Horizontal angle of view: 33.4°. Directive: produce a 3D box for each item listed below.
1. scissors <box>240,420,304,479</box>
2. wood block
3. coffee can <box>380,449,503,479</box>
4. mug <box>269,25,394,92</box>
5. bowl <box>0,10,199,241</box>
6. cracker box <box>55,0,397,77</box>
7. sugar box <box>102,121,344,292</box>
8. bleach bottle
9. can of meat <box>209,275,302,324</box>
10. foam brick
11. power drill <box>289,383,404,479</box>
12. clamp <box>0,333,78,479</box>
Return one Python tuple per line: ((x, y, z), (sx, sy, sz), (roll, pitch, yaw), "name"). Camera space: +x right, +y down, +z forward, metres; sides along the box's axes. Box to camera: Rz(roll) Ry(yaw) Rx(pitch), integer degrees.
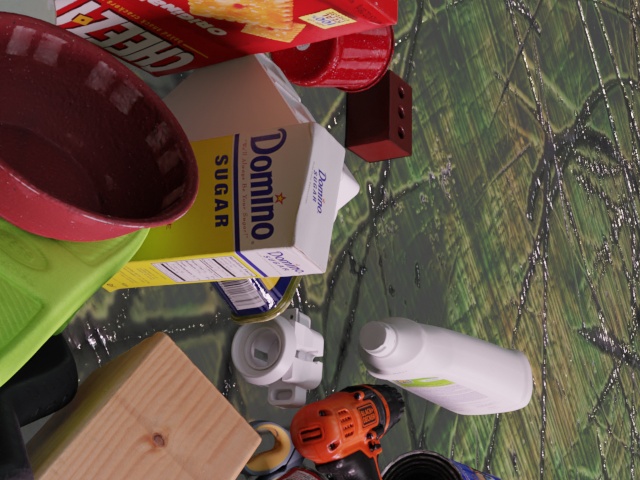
((-0.014, 0.190, 0.909), (0.201, 0.016, 0.096), (10, 76, -57), "scissors")
((-0.132, 0.155, 0.561), (0.091, 0.090, 0.205), (49, 44, -10), "wood block")
((0.126, 0.267, 1.036), (0.140, 0.103, 0.103), (32, 56, -51), "coffee can")
((0.000, -0.190, 0.970), (0.081, 0.093, 0.117), (-13, 62, -54), "mug")
((-0.149, -0.053, 0.596), (0.162, 0.055, 0.162), (32, 30, -21), "bowl")
((-0.079, -0.178, 0.703), (0.164, 0.214, 0.072), (22, 66, -55), "cracker box")
((-0.075, -0.020, 0.706), (0.048, 0.176, 0.093), (40, 50, -47), "sugar box")
((0.118, 0.120, 1.058), (0.250, 0.103, 0.068), (29, 54, -54), "bleach bottle")
((-0.056, 0.001, 0.849), (0.084, 0.058, 0.102), (58, 38, -31), "can of meat")
((0.059, -0.124, 1.072), (0.052, 0.051, 0.078), (25, 61, -54), "foam brick")
((0.047, 0.215, 0.901), (0.184, 0.057, 0.188), (0, 70, -65), "power drill")
((-0.198, 0.087, 0.557), (0.210, 0.164, 0.036), (-68, 157, -75), "clamp")
